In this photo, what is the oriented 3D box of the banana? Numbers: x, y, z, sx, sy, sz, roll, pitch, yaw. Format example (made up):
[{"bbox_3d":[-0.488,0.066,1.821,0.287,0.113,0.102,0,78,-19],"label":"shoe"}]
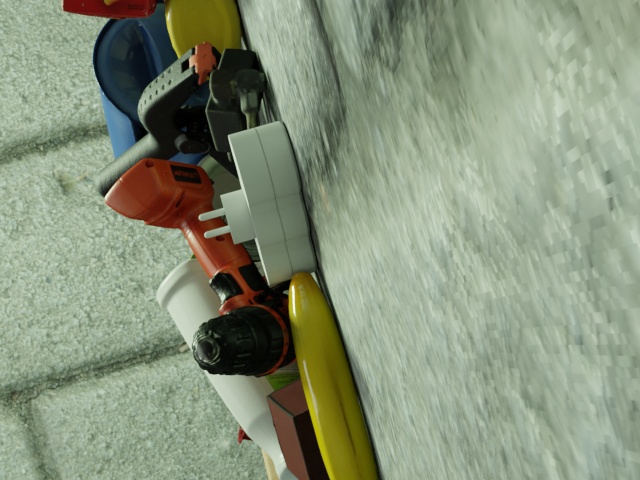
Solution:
[{"bbox_3d":[0.009,0.122,0.784,0.070,0.037,0.198,-127,21,-72],"label":"banana"}]

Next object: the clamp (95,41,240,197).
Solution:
[{"bbox_3d":[-0.097,-0.090,0.903,0.210,0.164,0.036,121,148,-57],"label":"clamp"}]

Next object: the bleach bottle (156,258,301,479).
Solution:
[{"bbox_3d":[-0.055,0.132,0.983,0.102,0.068,0.251,1,-131,-48],"label":"bleach bottle"}]

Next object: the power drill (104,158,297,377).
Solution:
[{"bbox_3d":[-0.085,0.024,0.822,0.188,0.057,0.184,53,-165,14],"label":"power drill"}]

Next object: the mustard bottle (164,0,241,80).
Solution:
[{"bbox_3d":[-0.111,-0.218,0.918,0.192,0.058,0.096,-112,9,-55],"label":"mustard bottle"}]

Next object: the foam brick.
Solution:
[{"bbox_3d":[-0.004,0.157,0.879,0.051,0.053,0.078,27,137,57],"label":"foam brick"}]

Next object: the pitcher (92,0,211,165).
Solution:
[{"bbox_3d":[-0.151,-0.134,1.070,0.145,0.149,0.243,54,162,11],"label":"pitcher"}]
